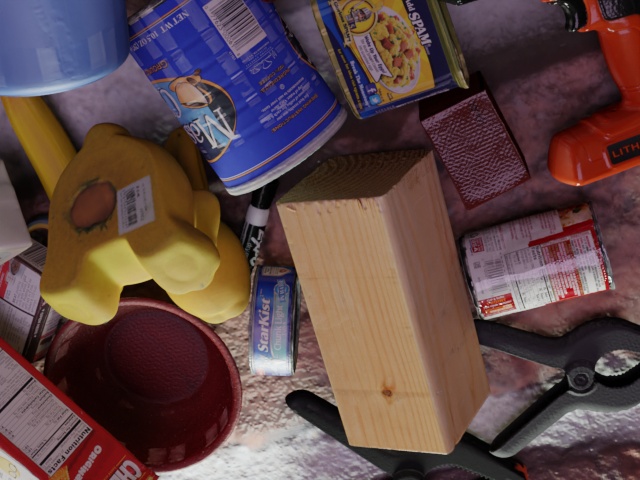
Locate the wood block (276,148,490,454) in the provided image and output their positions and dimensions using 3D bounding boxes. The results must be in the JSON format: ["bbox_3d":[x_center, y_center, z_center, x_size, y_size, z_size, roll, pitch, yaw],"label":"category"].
[{"bbox_3d":[0.051,0.045,0.794,0.091,0.090,0.206,-2,115,32],"label":"wood block"}]

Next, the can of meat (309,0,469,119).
[{"bbox_3d":[0.049,-0.143,0.746,0.084,0.057,0.102,-17,110,15],"label":"can of meat"}]

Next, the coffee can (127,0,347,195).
[{"bbox_3d":[-0.061,-0.117,0.742,0.103,0.102,0.140,-30,107,16],"label":"coffee can"}]

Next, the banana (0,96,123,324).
[{"bbox_3d":[-0.190,-0.035,0.809,0.037,0.070,0.198,-24,93,-6],"label":"banana"}]

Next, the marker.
[{"bbox_3d":[-0.055,0.001,0.838,0.020,0.020,0.121,17,113,-2],"label":"marker"}]

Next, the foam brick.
[{"bbox_3d":[0.111,-0.073,0.773,0.053,0.051,0.078,-25,109,14],"label":"foam brick"}]

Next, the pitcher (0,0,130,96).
[{"bbox_3d":[-0.177,-0.208,0.609,0.145,0.149,0.243,5,120,18],"label":"pitcher"}]

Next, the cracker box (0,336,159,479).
[{"bbox_3d":[-0.247,0.156,0.842,0.213,0.072,0.164,42,144,-5],"label":"cracker box"}]

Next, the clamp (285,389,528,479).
[{"bbox_3d":[0.068,0.191,0.897,0.210,0.036,0.164,-7,113,6],"label":"clamp"}]

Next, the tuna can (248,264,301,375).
[{"bbox_3d":[-0.034,0.062,0.826,0.034,0.086,0.086,3,113,2],"label":"tuna can"}]

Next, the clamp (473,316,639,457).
[{"bbox_3d":[0.201,0.114,0.850,0.171,0.039,0.120,-4,113,10],"label":"clamp"}]

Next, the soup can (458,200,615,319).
[{"bbox_3d":[0.161,0.016,0.797,0.102,0.068,0.068,-15,111,12],"label":"soup can"}]

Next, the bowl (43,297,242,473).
[{"bbox_3d":[-0.140,0.108,0.872,0.162,0.055,0.162,2,113,5],"label":"bowl"}]

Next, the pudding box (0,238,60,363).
[{"bbox_3d":[-0.258,0.035,0.846,0.113,0.039,0.090,31,115,15],"label":"pudding box"}]
